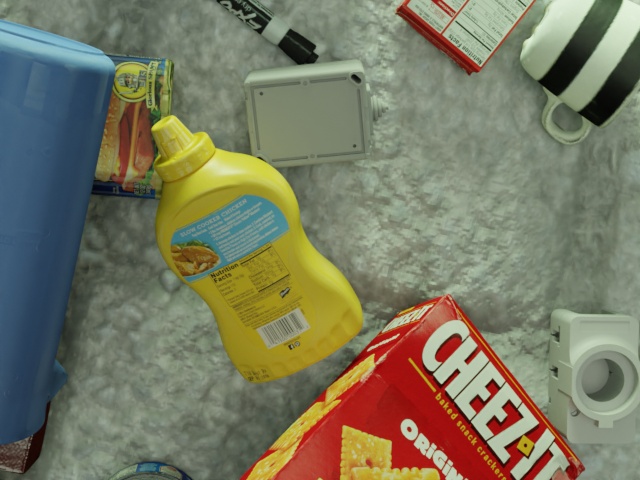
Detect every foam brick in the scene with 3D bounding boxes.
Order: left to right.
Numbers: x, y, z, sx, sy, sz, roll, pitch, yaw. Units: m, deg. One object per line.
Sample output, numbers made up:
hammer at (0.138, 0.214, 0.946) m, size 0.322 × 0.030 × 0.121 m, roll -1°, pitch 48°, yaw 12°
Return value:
foam brick at (-0.230, 0.123, 0.736) m, size 0.078 × 0.053 × 0.051 m, roll 14°, pitch 92°, yaw -5°

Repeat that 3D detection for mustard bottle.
mustard bottle at (-0.055, 0.001, 0.713) m, size 0.096 × 0.058 × 0.191 m, roll -27°, pitch 113°, yaw 11°

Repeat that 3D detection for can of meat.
can of meat at (-0.146, -0.079, 0.731) m, size 0.084 × 0.057 × 0.102 m, roll 4°, pitch 93°, yaw -8°

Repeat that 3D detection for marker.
marker at (-0.052, -0.163, 0.752) m, size 0.121 × 0.020 × 0.020 m, roll 37°, pitch 90°, yaw -5°

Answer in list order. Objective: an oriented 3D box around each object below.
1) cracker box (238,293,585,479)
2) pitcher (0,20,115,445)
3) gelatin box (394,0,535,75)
cracker box at (0.058, 0.163, 0.703) m, size 0.213 × 0.072 × 0.164 m, roll -42°, pitch 97°, yaw -33°
pitcher at (-0.213, -0.009, 0.639) m, size 0.145 × 0.149 × 0.243 m, roll 17°, pitch 100°, yaw 3°
gelatin box at (0.108, -0.174, 0.758) m, size 0.073 × 0.030 × 0.089 m, roll 38°, pitch 90°, yaw -7°
